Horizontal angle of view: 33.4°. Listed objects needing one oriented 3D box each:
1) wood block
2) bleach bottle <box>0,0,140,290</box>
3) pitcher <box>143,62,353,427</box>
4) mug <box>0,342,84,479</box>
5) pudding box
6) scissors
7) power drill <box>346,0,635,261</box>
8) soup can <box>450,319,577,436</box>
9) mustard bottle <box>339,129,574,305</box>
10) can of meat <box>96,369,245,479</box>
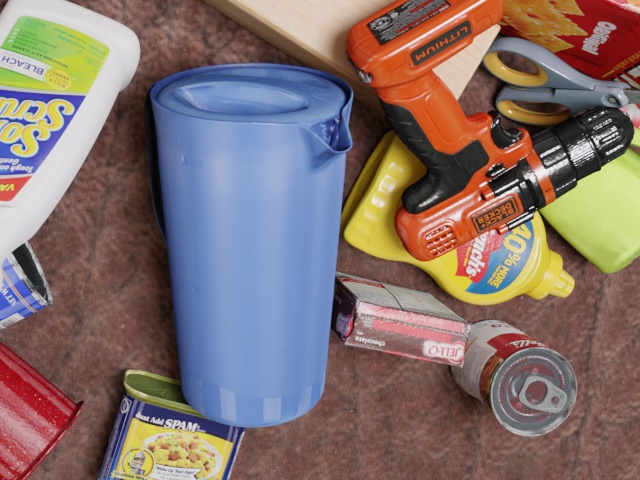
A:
[{"bbox_3d":[0.011,-0.170,0.773,0.206,0.090,0.091,31,91,-14],"label":"wood block"},{"bbox_3d":[-0.201,-0.048,0.689,0.102,0.068,0.250,21,54,-10],"label":"bleach bottle"},{"bbox_3d":[-0.055,0.001,0.754,0.145,0.149,0.243,0,115,-3],"label":"pitcher"},{"bbox_3d":[-0.240,0.133,0.778,0.081,0.093,0.117,43,125,-9],"label":"mug"},{"bbox_3d":[0.053,0.058,0.802,0.090,0.113,0.039,13,98,-12],"label":"pudding box"},{"bbox_3d":[0.195,-0.117,0.764,0.096,0.202,0.016,44,66,-28],"label":"scissors"},{"bbox_3d":[0.112,-0.088,0.721,0.184,0.057,0.187,-29,125,1],"label":"power drill"},{"bbox_3d":[0.147,0.104,0.833,0.068,0.102,0.068,-2,99,-11],"label":"soup can"},{"bbox_3d":[0.116,-0.003,0.834,0.191,0.058,0.096,27,94,-14],"label":"mustard bottle"},{"bbox_3d":[-0.112,0.155,0.814,0.102,0.057,0.084,17,97,-12],"label":"can of meat"}]
